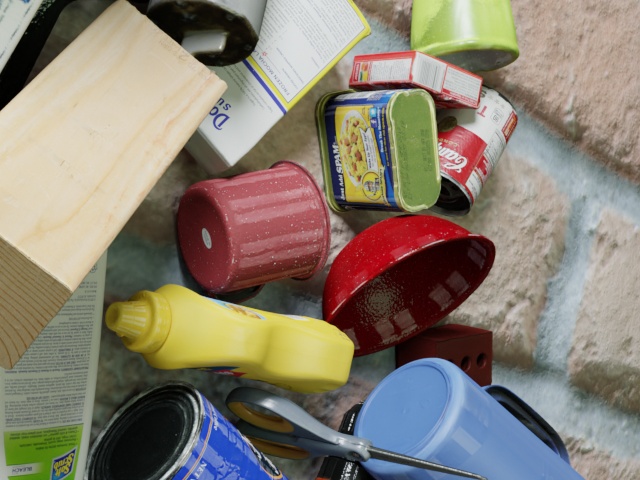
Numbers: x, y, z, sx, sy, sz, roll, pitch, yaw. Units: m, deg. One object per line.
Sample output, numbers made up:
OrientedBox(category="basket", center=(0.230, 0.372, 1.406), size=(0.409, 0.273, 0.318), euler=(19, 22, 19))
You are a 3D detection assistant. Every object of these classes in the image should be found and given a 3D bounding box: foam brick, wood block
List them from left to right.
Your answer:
OrientedBox(category="wood block", center=(-0.146, -0.040, 0.615), size=(0.090, 0.091, 0.205), euler=(39, 41, -10))
OrientedBox(category="foam brick", center=(0.112, 0.107, 0.960), size=(0.078, 0.051, 0.053), euler=(-6, 98, -42))

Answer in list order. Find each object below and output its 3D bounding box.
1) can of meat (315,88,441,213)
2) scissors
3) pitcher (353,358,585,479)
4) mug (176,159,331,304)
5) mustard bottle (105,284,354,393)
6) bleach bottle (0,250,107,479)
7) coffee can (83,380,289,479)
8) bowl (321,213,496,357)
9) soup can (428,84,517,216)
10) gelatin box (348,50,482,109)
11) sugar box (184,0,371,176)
OrientedBox(category="can of meat", center=(0.048, -0.073, 0.866), size=(0.057, 0.084, 0.102), euler=(-16, 104, -40))
OrientedBox(category="scissors", center=(0.013, 0.141, 0.775), size=(0.096, 0.202, 0.016), euler=(56, 45, -40))
OrientedBox(category="pitcher", center=(0.141, 0.198, 0.889), size=(0.145, 0.149, 0.242), euler=(-46, 118, -2))
OrientedBox(category="mug", center=(-0.055, 0.001, 0.788), size=(0.081, 0.093, 0.117), euler=(-12, 138, -36))
OrientedBox(category="mustard bottle", center=(-0.070, 0.069, 0.755), size=(0.191, 0.096, 0.058), euler=(19, 83, -46))
OrientedBox(category="bleach bottle", center=(-0.195, 0.109, 0.681), size=(0.102, 0.068, 0.251), euler=(3, 94, -42))
OrientedBox(category="coffee can", center=(-0.083, 0.181, 0.758), size=(0.140, 0.103, 0.102), euler=(51, 62, -32))
OrientedBox(category="bowl", center=(0.061, 0.028, 0.872), size=(0.161, 0.162, 0.055), euler=(-3, 52, -42))
OrientedBox(category="soup can", center=(0.124, -0.081, 0.944), size=(0.068, 0.069, 0.102), euler=(47, 63, -34))
OrientedBox(category="gelatin box", center=(0.081, -0.132, 0.897), size=(0.089, 0.073, 0.030), euler=(13, 86, -42))
OrientedBox(category="sugar box", center=(-0.048, -0.138, 0.791), size=(0.176, 0.048, 0.093), euler=(-46, 105, -26))
